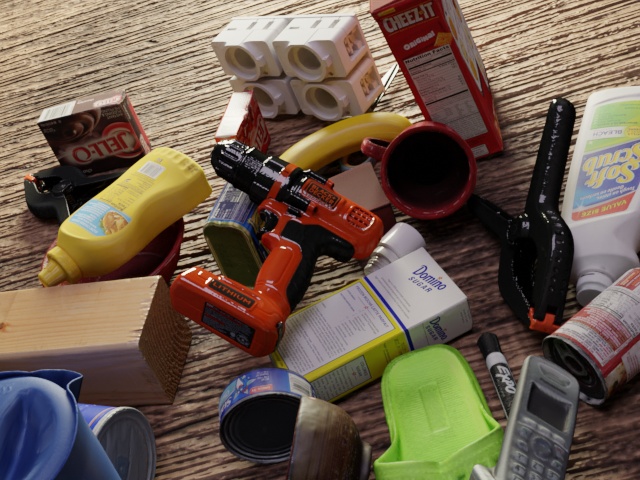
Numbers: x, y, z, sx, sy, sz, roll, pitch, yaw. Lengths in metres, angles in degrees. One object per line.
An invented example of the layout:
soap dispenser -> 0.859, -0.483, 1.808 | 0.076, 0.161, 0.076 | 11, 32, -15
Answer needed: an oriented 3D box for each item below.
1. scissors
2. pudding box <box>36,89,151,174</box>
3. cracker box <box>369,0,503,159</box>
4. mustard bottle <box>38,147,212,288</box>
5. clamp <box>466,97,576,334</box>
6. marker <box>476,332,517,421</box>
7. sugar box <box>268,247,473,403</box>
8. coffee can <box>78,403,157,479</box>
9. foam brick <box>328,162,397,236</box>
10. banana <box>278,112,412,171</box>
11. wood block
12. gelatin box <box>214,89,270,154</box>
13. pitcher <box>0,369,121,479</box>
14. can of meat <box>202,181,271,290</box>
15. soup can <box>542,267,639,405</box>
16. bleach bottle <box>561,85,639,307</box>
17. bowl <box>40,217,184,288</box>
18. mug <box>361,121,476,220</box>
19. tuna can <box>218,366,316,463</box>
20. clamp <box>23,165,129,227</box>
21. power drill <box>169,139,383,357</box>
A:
scissors -> 0.060, -0.135, 1.224 | 0.096, 0.016, 0.201 | 25, 58, 39
pudding box -> -0.275, -0.130, 1.305 | 0.113, 0.090, 0.039 | -10, 39, 14
cracker box -> 0.118, -0.208, 1.125 | 0.072, 0.213, 0.164 | -20, 39, 17
mustard bottle -> -0.207, -0.017, 1.086 | 0.191, 0.058, 0.096 | -42, 42, -24
clamp -> 0.185, -0.005, 0.972 | 0.036, 0.165, 0.210 | 14, 58, -19
marker -> 0.155, 0.121, 0.893 | 0.020, 0.020, 0.121 | -18, 40, 3
sugar box -> 0.041, 0.081, 0.968 | 0.176, 0.048, 0.093 | -24, 38, -9
coffee can -> -0.227, 0.189, 0.918 | 0.140, 0.103, 0.102 | 1, 45, 25
foam brick -> 0.043, -0.032, 1.088 | 0.053, 0.051, 0.078 | -21, 40, 1
banana -> 0.019, -0.098, 1.159 | 0.198, 0.037, 0.069 | -19, 43, 2
wood block -> -0.241, 0.103, 1.031 | 0.206, 0.090, 0.090 | -6, 43, 17
gelatin box -> -0.087, -0.118, 1.224 | 0.030, 0.073, 0.089 | -4, 42, 18
pitcher -> -0.193, 0.223, 0.756 | 0.149, 0.243, 0.145 | -21, 40, 0
can of meat -> -0.071, -0.011, 1.077 | 0.058, 0.102, 0.083 | 2, 47, 24
soup can -> 0.241, 0.076, 0.868 | 0.102, 0.068, 0.069 | -36, 42, -18
bleach bottle -> 0.278, -0.040, 0.988 | 0.103, 0.068, 0.250 | 0, 46, 26
bowl -> -0.211, 0.026, 1.130 | 0.162, 0.055, 0.162 | -12, 41, 11
mug -> 0.097, -0.078, 1.066 | 0.117, 0.093, 0.081 | 17, 15, 2
tuna can -> -0.043, 0.147, 0.898 | 0.086, 0.086, 0.034 | -16, 38, 5
clamp -> -0.300, -0.045, 1.262 | 0.172, 0.039, 0.120 | 6, 42, 37
power drill -> -0.056, 0.001, 0.976 | 0.184, 0.057, 0.187 | 29, 55, 10
